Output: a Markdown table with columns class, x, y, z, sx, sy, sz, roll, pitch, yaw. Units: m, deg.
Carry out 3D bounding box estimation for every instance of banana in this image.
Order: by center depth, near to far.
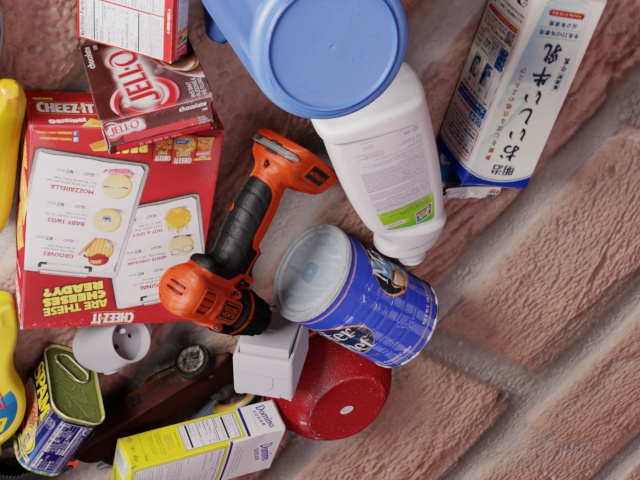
| class | x | y | z | sx | sy | sz | roll | pitch | yaw |
| --- | --- | --- | --- | --- | --- | --- | --- | --- | --- |
| banana | -0.265 | -0.069 | 0.883 | 0.037 | 0.070 | 0.198 | -10 | 140 | -29 |

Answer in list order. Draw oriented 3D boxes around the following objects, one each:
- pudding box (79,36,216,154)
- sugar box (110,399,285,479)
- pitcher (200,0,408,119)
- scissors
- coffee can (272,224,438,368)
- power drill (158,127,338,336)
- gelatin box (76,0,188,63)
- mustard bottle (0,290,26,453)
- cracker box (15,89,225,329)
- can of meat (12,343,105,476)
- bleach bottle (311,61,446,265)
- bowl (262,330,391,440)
| class | x | y | z | sx | sy | sz | roll | pitch | yaw |
| --- | --- | --- | --- | --- | --- | --- | --- | --- | --- |
| pudding box | -0.141 | -0.125 | 0.866 | 0.090 | 0.113 | 0.039 | -15 | 133 | -10 |
| sugar box | -0.132 | 0.229 | 1.148 | 0.176 | 0.048 | 0.093 | -13 | 146 | -27 |
| pitcher | -0.016 | -0.192 | 0.778 | 0.145 | 0.243 | 0.149 | -17 | 123 | -7 |
| scissors | -0.149 | 0.200 | 1.177 | 0.201 | 0.016 | 0.096 | -9 | 130 | -16 |
| coffee can | 0.037 | 0.058 | 1.084 | 0.140 | 0.103 | 0.103 | 31 | 111 | -36 |
| power drill | -0.056 | 0.001 | 0.983 | 0.187 | 0.057 | 0.184 | -61 | 158 | -1 |
| gelatin box | -0.148 | -0.188 | 0.841 | 0.089 | 0.030 | 0.073 | 18 | 126 | 14 |
| mustard bottle | -0.331 | 0.142 | 1.012 | 0.096 | 0.058 | 0.192 | -6 | 117 | -17 |
| cracker box | -0.185 | -0.026 | 0.954 | 0.164 | 0.072 | 0.214 | -1 | 127 | -20 |
| can of meat | -0.262 | 0.168 | 1.054 | 0.057 | 0.102 | 0.084 | 22 | 118 | -34 |
| bleach bottle | 0.063 | -0.053 | 1.001 | 0.102 | 0.068 | 0.251 | -19 | 143 | 0 |
| bowl | 0.019 | 0.169 | 1.184 | 0.162 | 0.055 | 0.162 | -14 | 129 | -18 |
